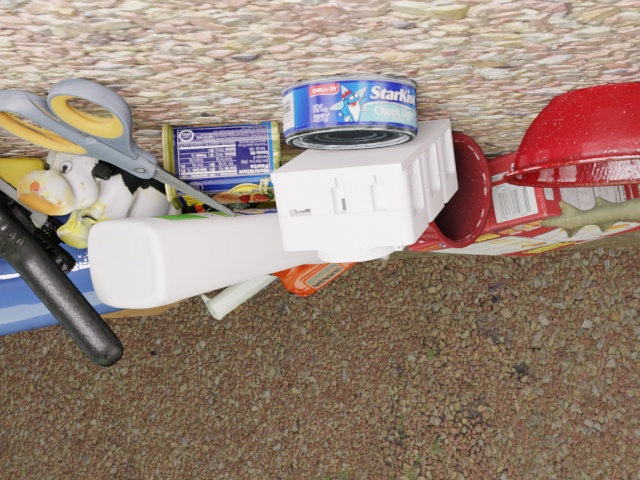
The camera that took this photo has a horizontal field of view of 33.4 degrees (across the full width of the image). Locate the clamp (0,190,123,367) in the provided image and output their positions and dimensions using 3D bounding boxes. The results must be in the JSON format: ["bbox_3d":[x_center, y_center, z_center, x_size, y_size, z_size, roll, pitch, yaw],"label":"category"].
[{"bbox_3d":[-0.231,-0.009,0.790,0.036,0.210,0.165,-40,-151,-6],"label":"clamp"}]

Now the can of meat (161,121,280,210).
[{"bbox_3d":[-0.072,-0.057,0.806,0.084,0.057,0.102,-4,176,-3],"label":"can of meat"}]

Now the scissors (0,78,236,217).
[{"bbox_3d":[-0.113,-0.058,0.691,0.201,0.016,0.096,20,155,-34],"label":"scissors"}]

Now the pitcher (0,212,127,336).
[{"bbox_3d":[-0.292,0.028,1.016,0.242,0.145,0.149,-9,-139,-4],"label":"pitcher"}]

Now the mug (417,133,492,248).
[{"bbox_3d":[0.075,-0.042,0.876,0.082,0.093,0.117,1,171,43],"label":"mug"}]

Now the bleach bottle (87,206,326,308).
[{"bbox_3d":[-0.056,0.001,0.871,0.250,0.068,0.103,-11,-173,-43],"label":"bleach bottle"}]

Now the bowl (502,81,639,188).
[{"bbox_3d":[0.203,-0.071,0.721,0.162,0.055,0.162,-2,176,0],"label":"bowl"}]

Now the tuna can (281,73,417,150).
[{"bbox_3d":[0.019,-0.079,0.673,0.086,0.034,0.086,-2,176,0],"label":"tuna can"}]

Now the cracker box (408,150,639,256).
[{"bbox_3d":[0.212,-0.034,1.070,0.213,0.072,0.164,2,167,-45],"label":"cracker box"}]

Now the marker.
[{"bbox_3d":[-0.252,-0.034,0.870,0.020,0.020,0.121,-6,141,47],"label":"marker"}]

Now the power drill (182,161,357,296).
[{"bbox_3d":[-0.048,-0.012,1.000,0.187,0.057,0.185,17,143,-38],"label":"power drill"}]
